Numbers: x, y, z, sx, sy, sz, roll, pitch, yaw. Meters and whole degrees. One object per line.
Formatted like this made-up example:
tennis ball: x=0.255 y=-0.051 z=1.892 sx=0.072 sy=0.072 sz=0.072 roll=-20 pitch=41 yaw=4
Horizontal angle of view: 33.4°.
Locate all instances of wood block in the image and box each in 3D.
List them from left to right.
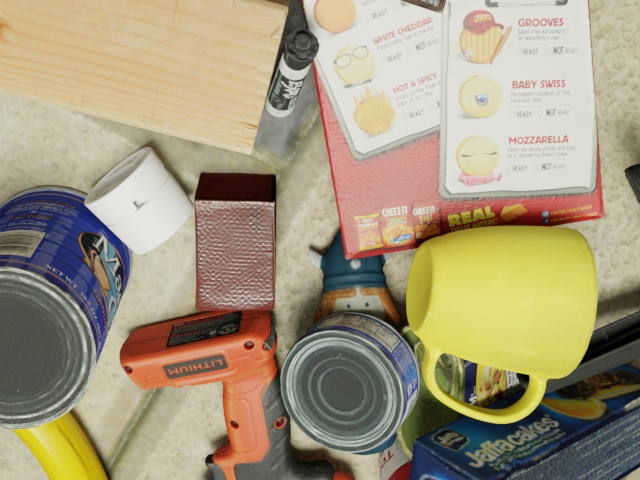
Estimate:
wood block: x=-0.128 y=-0.128 z=0.626 sx=0.206 sy=0.090 sz=0.091 roll=14 pitch=111 yaw=-6

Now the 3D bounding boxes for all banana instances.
banana: x=-0.193 y=0.156 z=0.766 sx=0.070 sy=0.037 sz=0.197 roll=-20 pitch=110 yaw=36

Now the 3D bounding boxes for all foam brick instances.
foam brick: x=-0.055 y=0.001 z=0.697 sx=0.053 sy=0.051 sz=0.078 roll=1 pitch=111 yaw=-2

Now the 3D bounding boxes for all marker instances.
marker: x=-0.017 y=-0.097 z=0.626 sx=0.020 sy=0.121 sz=0.020 roll=1 pitch=81 yaw=-8

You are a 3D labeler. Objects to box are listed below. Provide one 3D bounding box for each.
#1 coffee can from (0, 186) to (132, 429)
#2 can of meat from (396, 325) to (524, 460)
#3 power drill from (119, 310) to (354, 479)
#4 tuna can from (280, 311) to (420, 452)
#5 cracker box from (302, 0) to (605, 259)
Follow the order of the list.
coffee can: x=-0.177 y=0.036 z=0.661 sx=0.103 sy=0.140 sz=0.103 roll=0 pitch=111 yaw=-1
can of meat: x=0.100 y=0.094 z=0.713 sx=0.083 sy=0.058 sz=0.102 roll=-19 pitch=117 yaw=-36
power drill: x=-0.077 y=0.146 z=0.752 sx=0.184 sy=0.057 sz=0.187 roll=-14 pitch=113 yaw=4
tuna can: x=0.018 y=0.091 z=0.682 sx=0.086 sy=0.033 sz=0.086 roll=6 pitch=107 yaw=20
cracker box: x=0.077 y=-0.108 z=0.646 sx=0.164 sy=0.072 sz=0.214 roll=-9 pitch=110 yaw=2
